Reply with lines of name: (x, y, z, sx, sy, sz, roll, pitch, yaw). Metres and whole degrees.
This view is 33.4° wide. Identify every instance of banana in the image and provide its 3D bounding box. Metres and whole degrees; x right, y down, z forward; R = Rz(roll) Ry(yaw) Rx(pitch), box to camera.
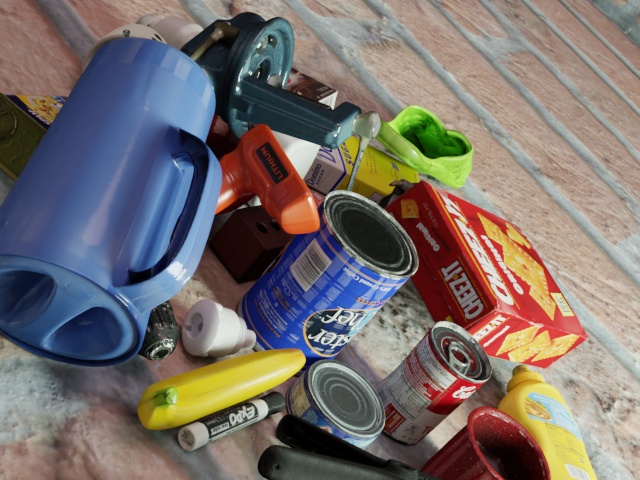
banana: (-0.084, 0.117, 0.830, 0.197, 0.070, 0.037, -10, 88, -62)

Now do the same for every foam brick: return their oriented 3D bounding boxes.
foam brick: (-0.057, 0.001, 1.027, 0.053, 0.051, 0.078, 50, 31, 17)

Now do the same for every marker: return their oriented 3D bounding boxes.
marker: (-0.067, 0.143, 0.857, 0.020, 0.020, 0.120, 51, 31, 18)

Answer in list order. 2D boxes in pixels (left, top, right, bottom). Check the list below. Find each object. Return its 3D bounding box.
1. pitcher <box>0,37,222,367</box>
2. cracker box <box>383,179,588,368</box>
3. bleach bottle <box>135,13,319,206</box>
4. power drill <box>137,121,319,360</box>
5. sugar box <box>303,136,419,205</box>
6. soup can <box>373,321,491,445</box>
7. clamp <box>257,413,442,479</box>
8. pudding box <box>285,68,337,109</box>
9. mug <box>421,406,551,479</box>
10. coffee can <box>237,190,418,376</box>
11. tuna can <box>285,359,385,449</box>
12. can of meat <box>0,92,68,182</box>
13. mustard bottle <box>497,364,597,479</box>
pitcher: (-0.152, -0.038, 0.799, 0.149, 0.145, 0.242, 21, 54, -7)
cracker box: (0.172, 0.039, 1.103, 0.213, 0.072, 0.164, 19, 37, -52)
bleach bottle: (-0.114, -0.149, 1.137, 0.251, 0.103, 0.067, 45, 34, 20)
power drill: (-0.099, -0.007, 0.878, 0.187, 0.057, 0.184, -25, 56, -9)
sugar box: (0.037, -0.082, 1.253, 0.176, 0.048, 0.093, 28, 32, -23)
soup can: (0.098, 0.132, 0.976, 0.068, 0.102, 0.068, 29, 32, -20)
clamp: (0.051, 0.185, 0.816, 0.210, 0.036, 0.164, 21, 1, -4)
pudding box: (-0.051, -0.154, 1.202, 0.090, 0.039, 0.113, 32, 42, 26)
mug: (0.151, 0.216, 0.944, 0.117, 0.082, 0.093, 39, 30, -1)
coffee can: (0.005, 0.039, 0.955, 0.102, 0.140, 0.103, 29, 31, -20)
tuna can: (0.014, 0.146, 0.931, 0.086, 0.034, 0.086, 28, 32, -20)
can of meat: (-0.234, -0.086, 0.925, 0.102, 0.057, 0.083, 37, 25, 24)
mustard bottle: (0.225, 0.200, 1.072, 0.096, 0.058, 0.191, 25, 33, -27)
